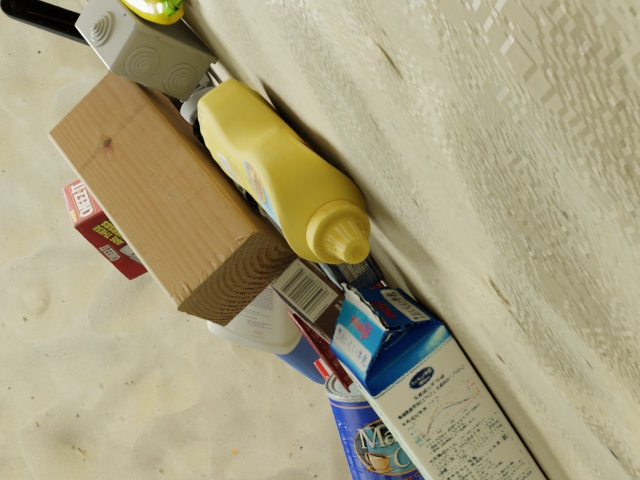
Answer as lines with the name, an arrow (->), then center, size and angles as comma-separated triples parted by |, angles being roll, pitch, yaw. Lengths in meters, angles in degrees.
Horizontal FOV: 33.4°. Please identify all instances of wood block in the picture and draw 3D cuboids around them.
wood block -> -0.124, -0.038, 0.892 | 0.206, 0.091, 0.090 | 50, -172, 25

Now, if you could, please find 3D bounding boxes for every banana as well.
banana -> -0.160, -0.233, 0.844 | 0.198, 0.037, 0.070 | 50, 154, 18

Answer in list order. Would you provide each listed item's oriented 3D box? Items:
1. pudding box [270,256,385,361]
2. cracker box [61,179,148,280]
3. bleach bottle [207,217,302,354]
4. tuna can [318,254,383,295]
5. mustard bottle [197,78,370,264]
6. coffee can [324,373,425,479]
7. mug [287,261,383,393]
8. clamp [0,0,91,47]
pudding box -> 0.015, 0.067, 0.882 | 0.113, 0.039, 0.090 | 43, 174, 10
cracker box -> -0.190, -0.055, 1.341 | 0.072, 0.214, 0.164 | 64, -177, 31
bleach bottle -> -0.057, 0.001, 1.010 | 0.102, 0.068, 0.251 | 15, 137, 7
tuna can -> 0.014, 0.009, 0.908 | 0.086, 0.033, 0.086 | 53, 176, 5
mustard bottle -> -0.018, -0.037, 0.725 | 0.192, 0.058, 0.096 | 48, 171, 51
coffee can -> 0.071, 0.205, 1.146 | 0.103, 0.102, 0.140 | -140, 33, -72
mug -> 0.022, 0.068, 0.975 | 0.117, 0.081, 0.093 | 52, 176, 8
clamp -> -0.197, -0.195, 1.044 | 0.165, 0.036, 0.209 | 9, 168, 29
